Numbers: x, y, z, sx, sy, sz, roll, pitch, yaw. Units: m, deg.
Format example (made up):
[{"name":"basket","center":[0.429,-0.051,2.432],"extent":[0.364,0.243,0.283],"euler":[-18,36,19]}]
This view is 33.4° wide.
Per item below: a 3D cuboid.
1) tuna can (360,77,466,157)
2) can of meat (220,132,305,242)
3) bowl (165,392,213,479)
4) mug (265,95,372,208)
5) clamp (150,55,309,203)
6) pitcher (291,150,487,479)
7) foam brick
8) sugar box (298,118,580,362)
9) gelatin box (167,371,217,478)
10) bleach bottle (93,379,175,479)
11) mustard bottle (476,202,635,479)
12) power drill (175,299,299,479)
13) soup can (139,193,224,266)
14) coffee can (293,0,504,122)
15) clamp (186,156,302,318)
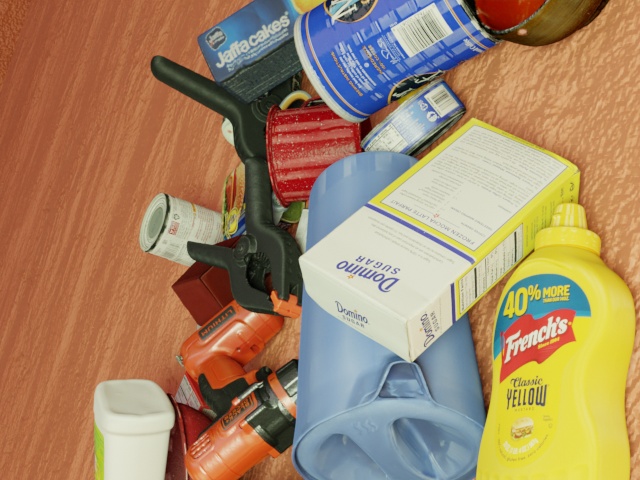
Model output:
[{"name":"tuna can","center":[0.075,-0.090,0.856],"extent":[0.086,0.034,0.086],"euler":[-39,-3,-3]},{"name":"can of meat","center":[-0.060,-0.046,1.096],"extent":[0.084,0.057,0.102],"euler":[-42,38,47]},{"name":"bowl","center":[-0.122,0.225,1.008],"extent":[0.162,0.055,0.162],"euler":[-177,90,-69]},{"name":"mug","center":[0.004,-0.087,0.954],"extent":[0.081,0.093,0.117],"euler":[-5,46,12]},{"name":"clamp","center":[-0.048,-0.133,1.069],"extent":[0.210,0.164,0.036],"euler":[53,155,14]},{"name":"pitcher","center":[0.045,0.061,0.781],"extent":[0.149,0.144,0.243],"euler":[-32,41,32]},{"name":"foam brick","center":[-0.099,0.040,1.063],"extent":[0.051,0.053,0.078],"euler":[-18,22,44]},{"name":"sugar box","center":[0.080,-0.005,0.695],"extent":[0.093,0.048,0.176],"euler":[31,59,36]},{"name":"gelatin box","center":[-0.135,0.192,1.105],"extent":[0.089,0.030,0.073],"euler":[-64,27,11]},{"name":"bleach bottle","center":[-0.181,0.262,0.995],"extent":[0.103,0.068,0.251],"euler":[-143,56,-67]},{"name":"mustard bottle","center":[0.146,0.068,0.652],"extent":[0.096,0.058,0.191],"euler":[-20,55,54]},{"name":"power drill","center":[-0.052,0.113,0.944],"extent":[0.184,0.057,0.188],"euler":[-39,25,3]},{"name":"soup can","center":[-0.136,-0.005,1.154],"extent":[0.069,0.102,0.068],"euler":[-39,41,45]},{"name":"coffee can","center":[0.064,-0.172,0.863],"extent":[0.140,0.102,0.103],"euler":[-27,47,28]},{"name":"clamp","center":[-0.056,0.001,0.966],"extent":[0.172,0.039,0.120],"euler":[43,112,45]}]
